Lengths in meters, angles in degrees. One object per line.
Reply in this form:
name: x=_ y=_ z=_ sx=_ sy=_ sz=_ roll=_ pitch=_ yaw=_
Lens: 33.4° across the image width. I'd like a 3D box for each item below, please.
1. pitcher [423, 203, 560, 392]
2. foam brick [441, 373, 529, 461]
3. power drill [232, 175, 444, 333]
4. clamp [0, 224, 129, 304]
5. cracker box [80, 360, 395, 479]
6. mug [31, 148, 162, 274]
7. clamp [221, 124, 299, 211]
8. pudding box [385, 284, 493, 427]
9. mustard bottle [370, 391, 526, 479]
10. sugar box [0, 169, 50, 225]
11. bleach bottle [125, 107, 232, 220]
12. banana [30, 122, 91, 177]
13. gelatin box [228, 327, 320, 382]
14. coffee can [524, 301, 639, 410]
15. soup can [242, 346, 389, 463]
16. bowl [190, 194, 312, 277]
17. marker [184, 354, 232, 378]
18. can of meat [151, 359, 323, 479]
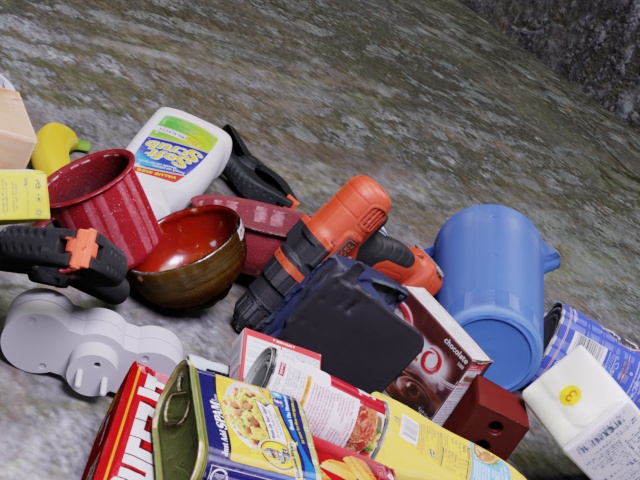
pitcher: x=0.174 y=0.066 z=1.176 sx=0.145 sy=0.149 sz=0.242 roll=42 pitch=24 yaw=-10
foam brick: x=0.143 y=0.172 z=0.955 sx=0.053 sy=0.078 sz=0.051 roll=28 pitch=21 yaw=-5
power drill: x=0.024 y=0.040 z=1.019 sx=0.057 sy=0.184 sz=0.187 roll=52 pitch=11 yaw=35
clamp: x=-0.209 y=0.013 z=0.791 sx=0.164 sy=0.036 sz=0.210 roll=14 pitch=-11 yaw=-17
cracker box: x=-0.051 y=0.182 z=0.706 sx=0.213 sy=0.072 sz=0.164 roll=25 pitch=23 yaw=-10
mug: x=-0.196 y=-0.015 z=0.916 sx=0.117 sy=0.081 sz=0.093 roll=-38 pitch=33 yaw=-29
clamp: x=-0.090 y=-0.088 z=1.277 sx=0.171 sy=0.039 sz=0.120 roll=40 pitch=28 yaw=10
pudding box: x=0.097 y=0.111 z=1.011 sx=0.039 sy=0.090 sz=0.114 roll=4 pitch=34 yaw=-47
mustard bottle: x=0.114 y=0.202 z=0.880 sx=0.191 sy=0.058 sz=0.096 roll=28 pitch=24 yaw=-3
sugar box: x=-0.308 y=-0.031 z=0.818 sx=0.094 sy=0.048 sz=0.175 roll=-3 pitch=2 yaw=45
bleach bottle: x=-0.162 y=-0.060 z=1.102 sx=0.102 sy=0.068 sz=0.250 roll=25 pitch=25 yaw=-6
banana: x=-0.251 y=-0.072 z=1.048 sx=0.069 sy=0.037 sz=0.198 roll=18 pitch=25 yaw=-23
gelatin box: x=-0.039 y=0.124 z=0.869 sx=0.073 sy=0.030 sz=0.089 roll=21 pitch=45 yaw=-19
coffee can: x=0.297 y=0.145 z=1.164 sx=0.140 sy=0.103 sz=0.102 roll=29 pitch=22 yaw=-1
soup can: x=-0.008 y=0.131 z=0.809 sx=0.102 sy=0.069 sz=0.068 roll=28 pitch=22 yaw=-12
bowl: x=-0.057 y=0.001 z=1.070 sx=0.162 sy=0.055 sz=0.162 roll=14 pitch=10 yaw=-3
marker: x=-0.059 y=0.120 z=0.898 sx=0.121 sy=0.020 sz=0.020 roll=19 pitch=25 yaw=-24
can of meat: x=-0.052 y=0.129 z=0.653 sx=0.083 sy=0.057 sz=0.102 roll=19 pitch=26 yaw=-23
